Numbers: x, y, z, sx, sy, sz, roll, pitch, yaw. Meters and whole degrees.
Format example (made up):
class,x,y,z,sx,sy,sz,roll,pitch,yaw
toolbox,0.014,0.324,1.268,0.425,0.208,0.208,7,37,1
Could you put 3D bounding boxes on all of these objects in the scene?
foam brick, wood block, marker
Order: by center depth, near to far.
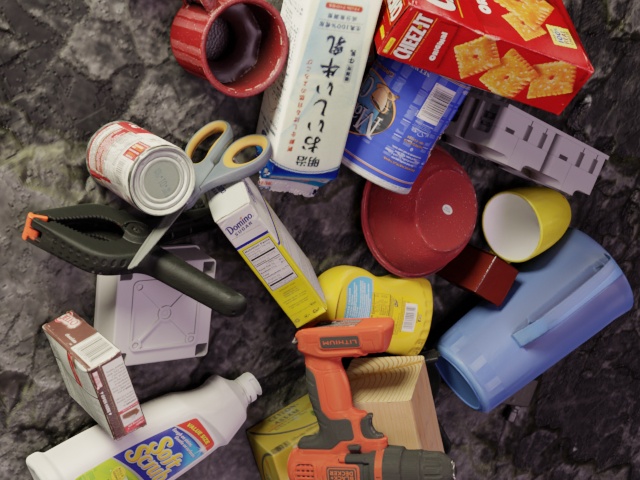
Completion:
class,x,y,z,sx,sy,sz,roll,pitch,yaw
wood block,0.089,0.245,1.241,0.090,0.091,0.206,-60,141,-57
marker,0.085,0.150,1.277,0.121,0.020,0.020,-13,116,-9
foam brick,0.189,0.038,1.294,0.052,0.078,0.051,31,87,-38

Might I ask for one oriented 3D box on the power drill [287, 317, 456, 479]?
class,x,y,z,sx,sy,sz,roll,pitch,yaw
power drill,0.048,0.178,1.131,0.057,0.185,0.188,-24,110,-73

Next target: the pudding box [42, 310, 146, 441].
class,x,y,z,sx,sy,sz,roll,pitch,yaw
pudding box,-0.218,0.128,1.025,0.039,0.114,0.090,-29,122,-24

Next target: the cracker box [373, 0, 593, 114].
class,x,y,z,sx,sy,sz,roll,pitch,yaw
cracker box,0.154,-0.229,1.073,0.213,0.164,0.072,15,133,-23

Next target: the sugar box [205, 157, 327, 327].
class,x,y,z,sx,sy,sz,roll,pitch,yaw
sugar box,-0.057,0.001,1.088,0.048,0.093,0.176,-32,129,7

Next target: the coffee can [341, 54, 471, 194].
class,x,y,z,sx,sy,sz,roll,pitch,yaw
coffee can,0.084,-0.134,1.120,0.102,0.103,0.140,18,109,-38

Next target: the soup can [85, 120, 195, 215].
class,x,y,z,sx,sy,sz,roll,pitch,yaw
soup can,-0.168,-0.068,0.991,0.068,0.102,0.068,-13,114,-31

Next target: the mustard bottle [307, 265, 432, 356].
class,x,y,z,sx,sy,sz,roll,pitch,yaw
mustard bottle,0.040,0.079,1.217,0.191,0.058,0.096,9,92,-37

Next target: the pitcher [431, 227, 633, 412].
class,x,y,z,sx,sy,sz,roll,pitch,yaw
pitcher,0.262,0.101,1.327,0.242,0.145,0.149,-37,134,-13

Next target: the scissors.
class,x,y,z,sx,sy,sz,roll,pitch,yaw
scissors,-0.106,-0.045,1.005,0.016,0.096,0.201,76,22,-44

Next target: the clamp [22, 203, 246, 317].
class,x,y,z,sx,sy,sz,roll,pitch,yaw
clamp,-0.170,0.010,1.002,0.209,0.165,0.036,7,122,-27

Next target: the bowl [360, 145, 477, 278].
class,x,y,z,sx,sy,sz,roll,pitch,yaw
bowl,0.126,-0.035,1.214,0.161,0.055,0.162,-3,95,-34

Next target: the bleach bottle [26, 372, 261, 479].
class,x,y,z,sx,sy,sz,roll,pitch,yaw
bleach bottle,-0.173,0.207,1.120,0.250,0.068,0.102,-30,122,-25

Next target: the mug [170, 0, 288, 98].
class,x,y,z,sx,sy,sz,roll,pitch,yaw
mug,-0.096,-0.196,1.004,0.093,0.082,0.117,-46,127,-12
